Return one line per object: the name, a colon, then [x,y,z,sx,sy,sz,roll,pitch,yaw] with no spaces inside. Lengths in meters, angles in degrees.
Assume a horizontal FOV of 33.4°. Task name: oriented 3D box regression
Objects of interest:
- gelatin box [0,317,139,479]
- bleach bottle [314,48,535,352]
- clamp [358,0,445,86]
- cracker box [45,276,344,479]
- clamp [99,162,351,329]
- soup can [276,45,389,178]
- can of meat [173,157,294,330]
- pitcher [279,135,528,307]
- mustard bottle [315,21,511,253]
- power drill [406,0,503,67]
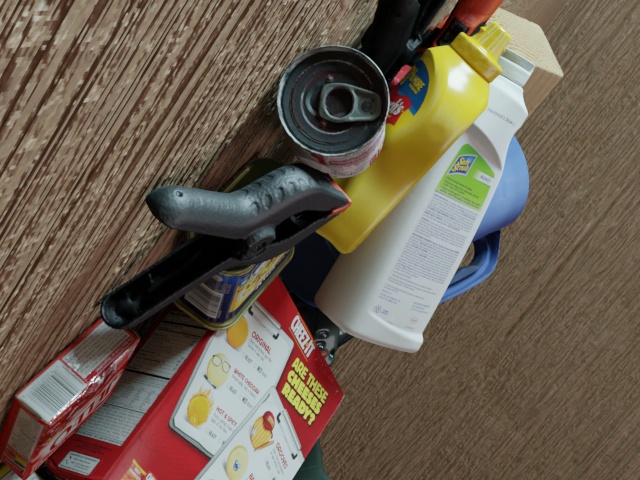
gelatin box: [-0.156,0.096,0.660,0.089,0.030,0.073,-46,172,-45]
bleach bottle: [0.097,-0.034,0.853,0.102,0.068,0.251,20,105,-45]
clamp: [0.049,-0.141,0.761,0.164,0.036,0.210,-48,176,-46]
cracker box: [-0.086,0.140,0.802,0.213,0.072,0.164,-55,134,-33]
clamp: [-0.056,-0.001,0.647,0.171,0.039,0.120,-13,156,-45]
soup can: [0.009,-0.079,0.687,0.068,0.068,0.102,-52,175,-2]
can of meat: [-0.055,0.001,0.741,0.102,0.057,0.084,-49,172,-30]
pitcher: [0.074,-0.021,0.995,0.242,0.149,0.145,-27,152,-35]
mustard bottle: [0.064,-0.081,0.773,0.192,0.058,0.096,-46,-162,13]
power drill: [0.128,-0.200,0.950,0.184,0.057,0.188,-52,179,-44]
